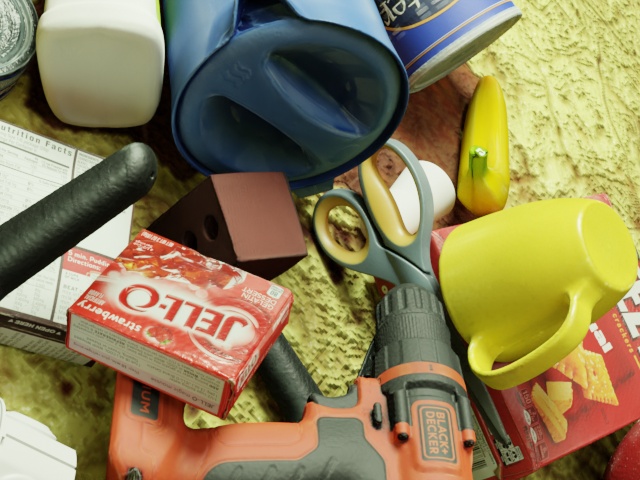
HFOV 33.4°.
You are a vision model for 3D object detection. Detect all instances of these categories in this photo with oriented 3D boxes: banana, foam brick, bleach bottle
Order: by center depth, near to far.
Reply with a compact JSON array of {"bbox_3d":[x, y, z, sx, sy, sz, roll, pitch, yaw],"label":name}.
[{"bbox_3d":[-0.054,0.001,0.606,0.051,0.078,0.053,-3,69,-41],"label":"foam brick"},{"bbox_3d":[-0.129,-0.197,0.641,0.068,0.103,0.251,0,63,-9],"label":"bleach bottle"},{"bbox_3d":[0.122,-0.064,0.781,0.037,0.070,0.197,11,24,4],"label":"banana"}]

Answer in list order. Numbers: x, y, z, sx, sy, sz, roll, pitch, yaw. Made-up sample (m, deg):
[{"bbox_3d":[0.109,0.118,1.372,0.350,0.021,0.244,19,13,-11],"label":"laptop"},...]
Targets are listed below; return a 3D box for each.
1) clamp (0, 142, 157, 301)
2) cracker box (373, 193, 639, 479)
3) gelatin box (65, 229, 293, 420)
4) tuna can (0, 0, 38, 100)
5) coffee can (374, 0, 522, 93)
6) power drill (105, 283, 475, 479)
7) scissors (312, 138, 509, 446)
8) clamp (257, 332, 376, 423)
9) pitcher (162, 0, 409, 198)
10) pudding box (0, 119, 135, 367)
[{"bbox_3d":[-0.171,0.026,0.477,0.036,0.165,0.210,66,33,-54],"label":"clamp"},{"bbox_3d":[0.155,0.062,0.741,0.213,0.072,0.164,-12,74,-42],"label":"cracker box"},{"bbox_3d":[-0.068,0.038,0.523,0.089,0.030,0.073,22,39,10],"label":"gelatin box"},{"bbox_3d":[-0.200,-0.117,0.587,0.086,0.034,0.086,19,56,-30],"label":"tuna can"},{"bbox_3d":[0.069,-0.196,0.795,0.102,0.103,0.140,-32,87,-44],"label":"coffee can"},{"bbox_3d":[-0.013,0.085,0.552,0.187,0.057,0.184,6,42,-8],"label":"power drill"},{"bbox_3d":[0.050,0.037,0.669,0.016,0.096,0.202,-5,79,-54],"label":"scissors"},{"bbox_3d":[0.018,0.113,0.627,0.120,0.039,0.171,0,63,-33],"label":"clamp"},{"bbox_3d":[-0.036,-0.153,0.664,0.144,0.149,0.243,14,46,-32],"label":"pitcher"},{"bbox_3d":[-0.147,0.000,0.560,0.089,0.039,0.113,19,53,-28],"label":"pudding box"}]
